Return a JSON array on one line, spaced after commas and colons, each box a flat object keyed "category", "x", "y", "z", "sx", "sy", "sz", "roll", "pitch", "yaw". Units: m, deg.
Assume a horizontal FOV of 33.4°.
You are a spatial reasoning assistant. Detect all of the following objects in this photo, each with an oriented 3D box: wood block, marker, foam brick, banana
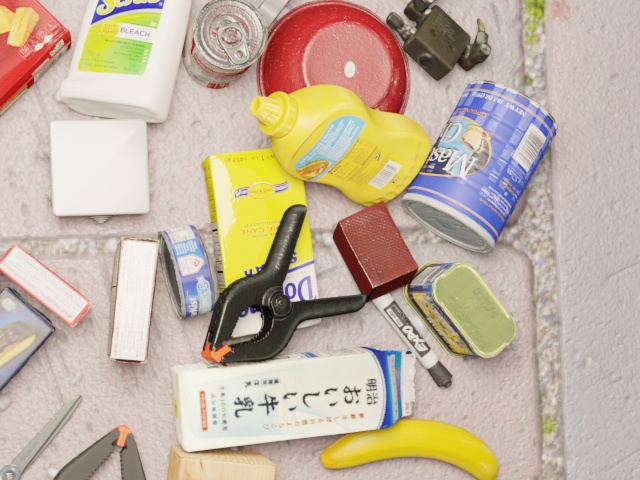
[{"category": "wood block", "x": -0.105, "y": 0.301, "z": 0.988, "sx": 0.090, "sy": 0.090, "sz": 0.206, "roll": 8, "pitch": 85, "yaw": -13}, {"category": "marker", "x": 0.094, "y": 0.100, "z": 1.080, "sx": 0.020, "sy": 0.020, "sz": 0.121, "roll": -39, "pitch": 97, "yaw": -12}, {"category": "foam brick", "x": 0.053, "y": 0.011, "z": 1.048, "sx": 0.053, "sy": 0.051, "sz": 0.078, "roll": -23, "pitch": 76, "yaw": -13}, {"category": "banana", "x": 0.100, "y": 0.212, "z": 1.067, "sx": 0.197, "sy": 0.037, "sz": 0.069, "roll": 15, "pitch": 84, "yaw": -12}]

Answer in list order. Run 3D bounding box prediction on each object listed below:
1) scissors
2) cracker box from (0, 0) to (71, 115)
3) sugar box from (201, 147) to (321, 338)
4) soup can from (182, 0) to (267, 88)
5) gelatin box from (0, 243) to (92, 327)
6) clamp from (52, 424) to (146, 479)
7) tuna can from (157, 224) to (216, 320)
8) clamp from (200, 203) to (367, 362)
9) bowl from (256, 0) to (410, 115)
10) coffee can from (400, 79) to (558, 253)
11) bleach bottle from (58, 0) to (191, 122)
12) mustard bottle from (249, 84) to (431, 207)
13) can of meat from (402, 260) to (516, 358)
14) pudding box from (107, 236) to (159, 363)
[{"category": "scissors", "x": -0.308, "y": 0.215, "z": 0.981, "sx": 0.096, "sy": 0.016, "sz": 0.201, "roll": 27, "pitch": 82, "yaw": -11}, {"category": "cracker box", "x": -0.358, "y": -0.201, "z": 0.960, "sx": 0.213, "sy": 0.072, "sz": 0.164, "roll": 44, "pitch": 78, "yaw": -7}, {"category": "sugar box", "x": -0.057, "y": 0.001, "z": 1.035, "sx": 0.093, "sy": 0.048, "sz": 0.176, "roll": -8, "pitch": 88, "yaw": -16}, {"category": "soup can", "x": -0.092, "y": -0.185, "z": 1.006, "sx": 0.068, "sy": 0.102, "sz": 0.068, "roll": 1, "pitch": 87, "yaw": -14}, {"category": "gelatin box", "x": -0.251, "y": 0.041, "z": 0.973, "sx": 0.089, "sy": 0.073, "sz": 0.030, "roll": 39, "pitch": 79, "yaw": -9}, {"category": "clamp", "x": -0.226, "y": 0.271, "z": 0.987, "sx": 0.164, "sy": 0.036, "sz": 0.210, "roll": 13, "pitch": 82, "yaw": -12}, {"category": "tuna can", "x": -0.125, "y": 0.029, "z": 0.997, "sx": 0.033, "sy": 0.086, "sz": 0.086, "roll": -14, "pitch": 91, "yaw": -16}, {"category": "clamp", "x": -0.034, "y": 0.062, "z": 0.994, "sx": 0.120, "sy": 0.039, "sz": 0.171, "roll": 45, "pitch": 70, "yaw": -9}, {"category": "bowl", "x": 0.020, "y": -0.166, "z": 1.057, "sx": 0.162, "sy": 0.055, "sz": 0.162, "roll": 1, "pitch": 88, "yaw": -14}, {"category": "coffee can", "x": 0.158, "y": -0.073, "z": 1.060, "sx": 0.102, "sy": 0.103, "sz": 0.140, "roll": 32, "pitch": 81, "yaw": -10}, {"category": "bleach bottle", "x": -0.171, "y": -0.242, "z": 1.009, "sx": 0.102, "sy": 0.068, "sz": 0.251, "roll": 8, "pitch": 80, "yaw": 9}, {"category": "mustard bottle", "x": 0.010, "y": -0.095, "z": 0.996, "sx": 0.191, "sy": 0.058, "sz": 0.096, "roll": 19, "pitch": 125, "yaw": -42}, {"category": "can of meat", "x": 0.138, "y": 0.068, "z": 1.059, "sx": 0.057, "sy": 0.084, "sz": 0.102, "roll": -40, "pitch": 96, "yaw": -12}, {"category": "pudding box", "x": -0.173, "y": 0.055, "z": 0.982, "sx": 0.039, "sy": 0.090, "sz": 0.113, "roll": 4, "pitch": 86, "yaw": -13}]
